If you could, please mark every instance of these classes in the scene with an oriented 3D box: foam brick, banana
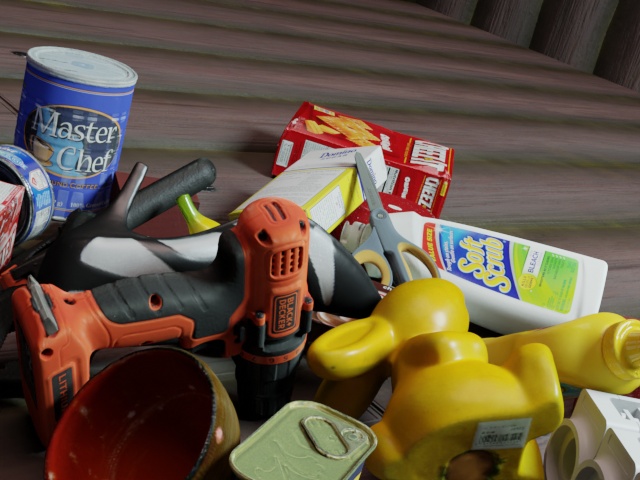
[{"bbox_3d":[-0.159,-0.028,1.008,0.078,0.051,0.053,9,21,-19],"label":"foam brick"},{"bbox_3d":[-0.056,0.017,0.922,0.037,0.069,0.197,-17,-24,22],"label":"banana"}]

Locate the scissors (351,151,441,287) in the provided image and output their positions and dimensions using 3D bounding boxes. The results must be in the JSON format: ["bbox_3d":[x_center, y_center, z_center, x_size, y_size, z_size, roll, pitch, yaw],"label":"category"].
[{"bbox_3d":[0.042,-0.010,1.003,0.096,0.016,0.202,-15,50,-23],"label":"scissors"}]

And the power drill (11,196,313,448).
[{"bbox_3d":[-0.094,0.067,0.680,0.187,0.184,0.057,-16,44,-24],"label":"power drill"}]

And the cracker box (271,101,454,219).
[{"bbox_3d":[0.059,-0.102,1.349,0.213,0.072,0.164,17,20,3],"label":"cracker box"}]

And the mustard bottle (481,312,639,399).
[{"bbox_3d":[0.180,0.090,0.787,0.096,0.058,0.192,10,-17,-25],"label":"mustard bottle"}]

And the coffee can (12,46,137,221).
[{"bbox_3d":[-0.238,-0.102,1.014,0.102,0.140,0.103,14,19,-5],"label":"coffee can"}]

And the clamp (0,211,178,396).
[{"bbox_3d":[-0.182,0.046,0.736,0.120,0.039,0.171,49,39,13],"label":"clamp"}]

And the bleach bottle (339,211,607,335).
[{"bbox_3d":[0.138,0.034,1.020,0.251,0.068,0.102,16,55,11],"label":"bleach bottle"}]

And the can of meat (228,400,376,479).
[{"bbox_3d":[-0.018,0.148,0.584,0.057,0.084,0.102,22,20,17],"label":"can of meat"}]

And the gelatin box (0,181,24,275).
[{"bbox_3d":[-0.257,0.001,0.822,0.030,0.073,0.089,15,19,-5],"label":"gelatin box"}]

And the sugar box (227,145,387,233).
[{"bbox_3d":[-0.009,-0.045,1.081,0.093,0.048,0.176,-2,21,31],"label":"sugar box"}]

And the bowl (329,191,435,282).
[{"bbox_3d":[0.070,-0.011,1.133,0.162,0.055,0.162,14,19,-5],"label":"bowl"}]

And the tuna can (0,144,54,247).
[{"bbox_3d":[-0.268,-0.035,0.893,0.086,0.086,0.033,20,22,13],"label":"tuna can"}]

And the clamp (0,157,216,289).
[{"bbox_3d":[-0.181,-0.007,0.862,0.165,0.036,0.209,-22,14,23],"label":"clamp"}]
